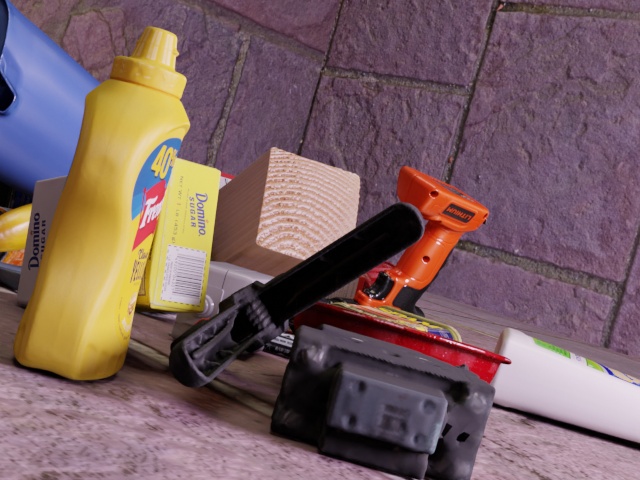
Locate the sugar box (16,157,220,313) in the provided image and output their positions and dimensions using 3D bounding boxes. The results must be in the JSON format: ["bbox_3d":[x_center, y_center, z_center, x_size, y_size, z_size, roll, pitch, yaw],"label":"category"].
[{"bbox_3d":[-0.138,0.001,0.709,0.048,0.093,0.177,14,-11,-38],"label":"sugar box"}]

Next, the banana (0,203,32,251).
[{"bbox_3d":[-0.209,-0.001,0.901,0.037,0.069,0.197,27,-2,25],"label":"banana"}]

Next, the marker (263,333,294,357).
[{"bbox_3d":[-0.018,0.089,0.873,0.121,0.020,0.020,16,1,11],"label":"marker"}]

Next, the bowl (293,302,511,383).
[{"bbox_3d":[0.047,0.086,0.737,0.162,0.055,0.162,16,-5,1],"label":"bowl"}]

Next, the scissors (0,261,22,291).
[{"bbox_3d":[-0.261,0.022,0.825,0.201,0.016,0.096,15,1,-23],"label":"scissors"}]

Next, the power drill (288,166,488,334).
[{"bbox_3d":[0.067,0.026,1.018,0.184,0.188,0.057,15,19,-48],"label":"power drill"}]

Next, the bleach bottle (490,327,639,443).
[{"bbox_3d":[0.273,0.149,0.944,0.251,0.068,0.102,18,2,8],"label":"bleach bottle"}]

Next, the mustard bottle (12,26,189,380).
[{"bbox_3d":[-0.114,-0.023,0.588,0.058,0.191,0.096,16,1,3],"label":"mustard bottle"}]

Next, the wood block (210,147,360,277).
[{"bbox_3d":[-0.056,0.002,0.970,0.090,0.091,0.206,17,-23,-24],"label":"wood block"}]

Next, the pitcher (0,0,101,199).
[{"bbox_3d":[-0.242,-0.102,0.934,0.145,0.149,0.242,-19,-34,25],"label":"pitcher"}]

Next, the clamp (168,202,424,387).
[{"bbox_3d":[-0.031,0.040,0.642,0.036,0.164,0.210,58,-18,0],"label":"clamp"}]
